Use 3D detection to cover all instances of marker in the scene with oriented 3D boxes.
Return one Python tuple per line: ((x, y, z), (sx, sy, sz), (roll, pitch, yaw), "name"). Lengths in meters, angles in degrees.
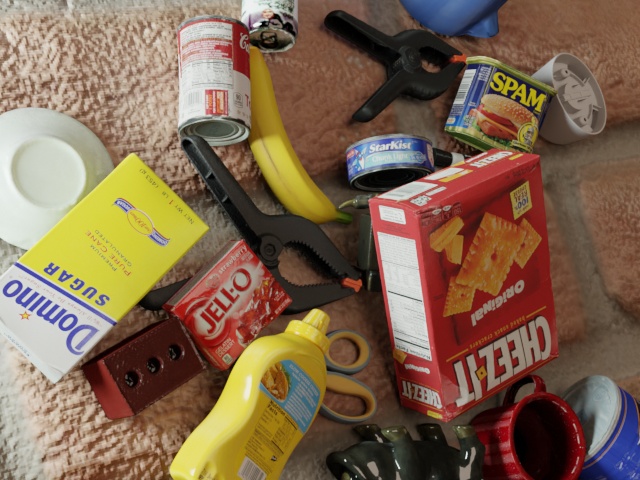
((0.163, -0.081, 1.140), (0.120, 0.020, 0.020), (9, 70, -28), "marker")

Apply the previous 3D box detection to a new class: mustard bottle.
((-0.045, 0.140, 0.905), (0.096, 0.058, 0.191), (51, 60, -38), "mustard bottle")

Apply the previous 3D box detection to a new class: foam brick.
((-0.146, 0.105, 0.878), (0.078, 0.051, 0.053), (-32, 98, -33), "foam brick")

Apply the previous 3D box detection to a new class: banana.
((-0.039, -0.091, 1.018), (0.198, 0.037, 0.069), (62, 30, -2), "banana")

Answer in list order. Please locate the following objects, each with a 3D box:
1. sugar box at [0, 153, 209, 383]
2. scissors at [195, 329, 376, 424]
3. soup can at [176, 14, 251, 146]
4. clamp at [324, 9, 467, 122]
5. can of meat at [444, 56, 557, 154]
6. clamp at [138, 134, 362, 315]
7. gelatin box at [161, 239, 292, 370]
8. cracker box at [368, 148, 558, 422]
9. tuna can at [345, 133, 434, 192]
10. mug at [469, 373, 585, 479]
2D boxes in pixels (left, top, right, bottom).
((-0.184, 0.021, 0.869), (0.093, 0.048, 0.176), (44, 66, -6), "sugar box")
((-0.029, 0.101, 0.972), (0.201, 0.016, 0.096), (30, 60, -19), "scissors")
((-0.098, -0.145, 0.978), (0.068, 0.069, 0.102), (7, 72, -29), "soup can")
((0.079, -0.192, 1.115), (0.171, 0.039, 0.120), (-18, 89, -39), "clamp")
((0.190, -0.137, 1.137), (0.102, 0.058, 0.084), (21, 88, -23), "can of meat")
((-0.056, 0.001, 0.972), (0.209, 0.036, 0.164), (14, 74, -25), "clamp")
((-0.079, 0.055, 0.916), (0.089, 0.030, 0.073), (-45, 110, -20), "gelatin box")
((0.142, 0.039, 1.004), (0.163, 0.072, 0.214), (-23, 112, -32), "cracker box")
((0.068, -0.074, 1.042), (0.086, 0.086, 0.034), (3, 75, -30), "tuna can")
((0.195, 0.187, 1.035), (0.093, 0.082, 0.117), (16, 67, -25), "mug")
